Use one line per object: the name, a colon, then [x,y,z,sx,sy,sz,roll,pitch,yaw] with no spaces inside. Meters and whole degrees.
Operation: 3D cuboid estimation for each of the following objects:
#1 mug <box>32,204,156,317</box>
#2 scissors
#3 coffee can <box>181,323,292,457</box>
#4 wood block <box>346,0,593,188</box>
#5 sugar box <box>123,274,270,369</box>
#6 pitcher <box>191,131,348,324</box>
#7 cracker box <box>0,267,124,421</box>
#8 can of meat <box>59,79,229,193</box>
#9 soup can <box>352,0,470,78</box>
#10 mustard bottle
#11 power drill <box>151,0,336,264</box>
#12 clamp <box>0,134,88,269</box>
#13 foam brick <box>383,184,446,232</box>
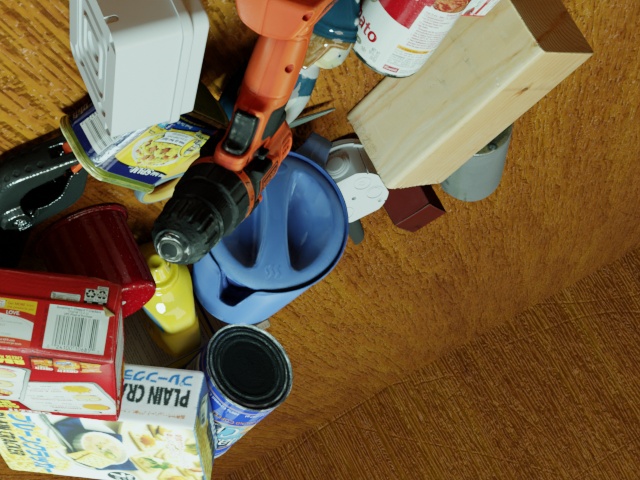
mug: [-0.199,0.030,0.968,0.093,0.081,0.117,-27,164,-6]
scissors: [-0.085,-0.076,0.956,0.201,0.016,0.096,-17,162,-35]
coffee can: [-0.108,0.167,1.166,0.102,0.103,0.141,-14,158,-41]
wood block: [0.133,-0.142,0.981,0.090,0.090,0.206,-9,156,-47]
sugar box: [-0.155,0.097,1.232,0.176,0.093,0.048,-26,166,-6]
pitcher: [-0.057,0.001,1.039,0.149,0.145,0.243,-15,170,-15]
cracker box: [-0.246,0.088,0.879,0.164,0.072,0.214,7,158,-7]
can of meat: [-0.126,-0.085,0.782,0.084,0.057,0.102,-35,164,14]
soup can: [0.071,-0.178,0.795,0.068,0.068,0.102,-17,158,-36]
mustard bottle: [-0.159,0.053,1.080,0.058,0.096,0.192,-25,164,-12]
power drill: [-0.047,-0.091,0.702,0.184,0.057,0.188,-62,177,-55]
clamp: [-0.234,-0.023,0.823,0.172,0.039,0.120,-29,165,17]
foam brick: [0.112,-0.047,1.311,0.053,0.051,0.078,-32,164,15]
